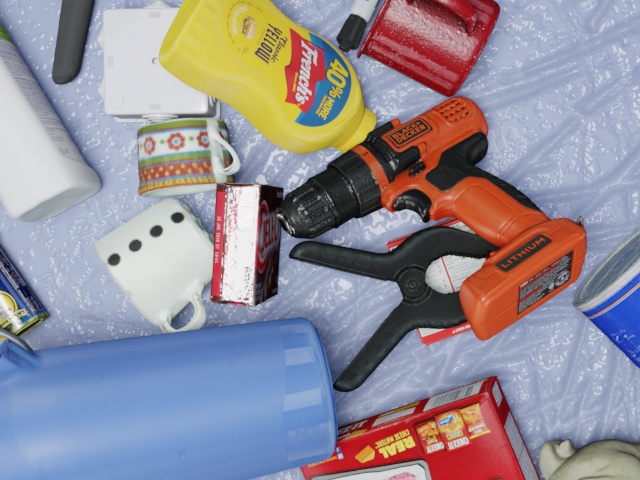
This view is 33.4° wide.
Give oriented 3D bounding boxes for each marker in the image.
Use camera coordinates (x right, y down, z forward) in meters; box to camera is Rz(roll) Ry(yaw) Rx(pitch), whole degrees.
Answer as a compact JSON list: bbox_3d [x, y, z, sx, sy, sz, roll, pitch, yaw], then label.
[{"bbox_3d":[0.043,-0.203,0.843,0.020,0.020,0.121,24,81,3],"label":"marker"}]

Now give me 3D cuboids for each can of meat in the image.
[{"bbox_3d":[-0.287,0.056,0.872,0.102,0.057,0.084,-35,92,5],"label":"can of meat"}]

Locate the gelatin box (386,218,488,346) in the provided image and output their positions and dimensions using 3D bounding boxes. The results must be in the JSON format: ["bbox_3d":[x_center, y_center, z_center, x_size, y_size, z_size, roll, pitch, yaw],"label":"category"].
[{"bbox_3d":[0.101,0.031,0.854,0.073,0.030,0.089,-20,90,6],"label":"gelatin box"}]

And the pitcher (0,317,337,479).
[{"bbox_3d":[-0.114,0.137,0.783,0.242,0.149,0.145,-9,71,-8],"label":"pitcher"}]

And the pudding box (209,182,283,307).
[{"bbox_3d":[-0.055,0.001,0.823,0.039,0.113,0.090,5,92,4],"label":"pudding box"}]

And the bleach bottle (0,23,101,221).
[{"bbox_3d":[-0.266,-0.138,0.841,0.068,0.102,0.251,-28,89,2],"label":"bleach bottle"}]

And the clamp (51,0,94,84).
[{"bbox_3d":[-0.193,-0.241,0.864,0.210,0.036,0.164,-36,90,8],"label":"clamp"}]

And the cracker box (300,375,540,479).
[{"bbox_3d":[0.099,0.231,0.828,0.164,0.072,0.214,-23,91,18],"label":"cracker box"}]

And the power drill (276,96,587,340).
[{"bbox_3d":[0.085,-0.015,0.781,0.184,0.057,0.188,-31,54,-15],"label":"power drill"}]

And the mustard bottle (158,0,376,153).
[{"bbox_3d":[-0.026,-0.123,0.824,0.191,0.058,0.096,34,58,-22],"label":"mustard bottle"}]

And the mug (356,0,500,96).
[{"bbox_3d":[0.086,-0.165,0.809,0.081,0.117,0.093,28,79,-2],"label":"mug"}]

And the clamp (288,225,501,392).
[{"bbox_3d":[0.062,0.029,0.823,0.171,0.039,0.120,-27,88,-1],"label":"clamp"}]
